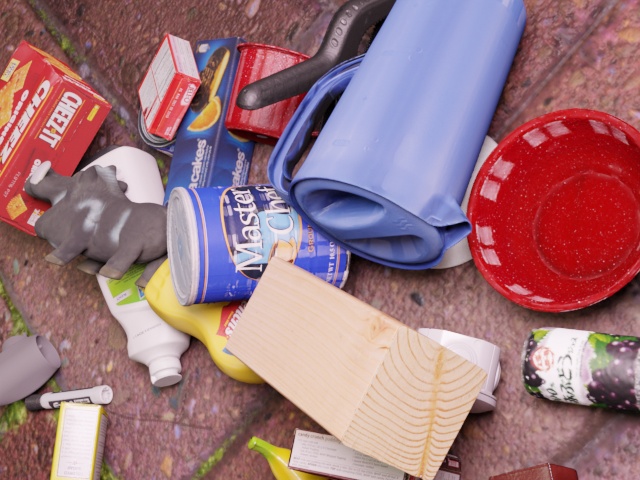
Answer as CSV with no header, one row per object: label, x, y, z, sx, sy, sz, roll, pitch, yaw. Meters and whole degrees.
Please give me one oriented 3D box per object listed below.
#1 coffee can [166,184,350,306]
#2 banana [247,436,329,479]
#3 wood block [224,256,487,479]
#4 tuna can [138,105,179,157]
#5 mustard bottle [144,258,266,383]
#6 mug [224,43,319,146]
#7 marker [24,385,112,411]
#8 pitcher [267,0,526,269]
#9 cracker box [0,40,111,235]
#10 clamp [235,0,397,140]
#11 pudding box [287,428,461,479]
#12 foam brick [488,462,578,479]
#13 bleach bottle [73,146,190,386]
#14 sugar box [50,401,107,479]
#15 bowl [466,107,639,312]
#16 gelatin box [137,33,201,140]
coffee can,-0.056,0.001,0.936,0.103,0.140,0.103,176,90,-71
banana,0.005,0.245,0.881,0.198,0.069,0.037,54,126,34
wood block,0.020,0.091,0.817,0.091,0.090,0.206,-62,30,-2
tuna can,-0.153,-0.133,1.136,0.086,0.033,0.086,-12,69,33
mustard bottle,-0.067,0.075,0.980,0.192,0.058,0.096,37,69,27
mug,-0.033,-0.134,1.025,0.117,0.093,0.081,14,88,1
marker,-0.270,0.168,1.134,0.121,0.020,0.020,-11,69,33
pitcher,0.071,-0.110,0.879,0.242,0.149,0.145,-65,12,-21
cracker box,-0.327,-0.122,1.196,0.164,0.072,0.214,-59,32,5
clamp,0.021,-0.145,0.975,0.036,0.164,0.210,27,69,35
pudding box,0.044,0.181,0.859,0.114,0.089,0.039,0,75,35
foam brick,0.164,0.210,0.787,0.053,0.051,0.078,-22,64,29
bleach bottle,-0.190,0.032,1.094,0.103,0.068,0.251,-30,62,25
sugar box,-0.242,0.251,1.041,0.048,0.093,0.176,8,74,-5
bowl,0.197,-0.018,0.833,0.162,0.055,0.162,-12,69,33
gelatin box,-0.152,-0.155,1.075,0.073,0.030,0.089,-58,32,26
